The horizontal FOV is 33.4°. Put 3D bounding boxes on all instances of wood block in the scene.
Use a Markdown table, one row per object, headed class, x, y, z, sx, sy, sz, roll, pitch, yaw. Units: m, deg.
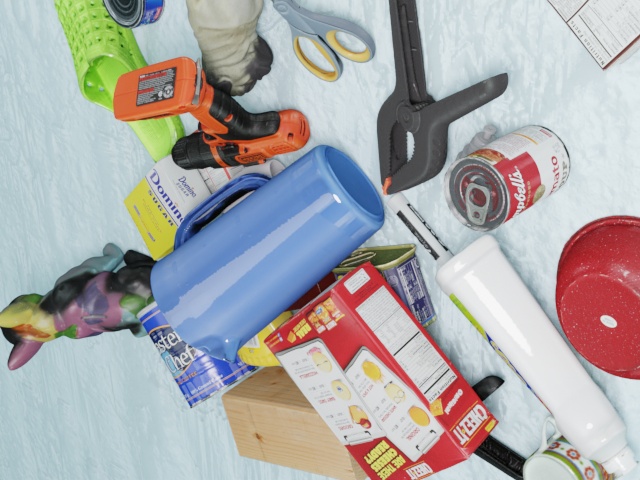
| class | x | y | z | sx | sy | sz | roll | pitch | yaw |
| --- | --- | --- | --- | --- | --- | --- | --- | --- | --- |
| wood block | -0.012 | 0.217 | 1.284 | 0.207 | 0.090 | 0.091 | 1 | 112 | 46 |

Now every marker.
| class | x | y | z | sx | sy | sz | roll | pitch | yaw |
| --- | --- | --- | --- | --- | --- | --- | --- | --- | --- |
| marker | 0.113 | 0.002 | 1.090 | 0.121 | 0.020 | 0.020 | 51 | 138 | 13 |

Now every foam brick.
| class | x | y | z | sx | sy | sz | roll | pitch | yaw |
| --- | --- | --- | --- | --- | --- | --- | --- | --- | --- |
| foam brick | -0.010 | 0.046 | 1.218 | 0.078 | 0.051 | 0.053 | -11 | 102 | 48 |

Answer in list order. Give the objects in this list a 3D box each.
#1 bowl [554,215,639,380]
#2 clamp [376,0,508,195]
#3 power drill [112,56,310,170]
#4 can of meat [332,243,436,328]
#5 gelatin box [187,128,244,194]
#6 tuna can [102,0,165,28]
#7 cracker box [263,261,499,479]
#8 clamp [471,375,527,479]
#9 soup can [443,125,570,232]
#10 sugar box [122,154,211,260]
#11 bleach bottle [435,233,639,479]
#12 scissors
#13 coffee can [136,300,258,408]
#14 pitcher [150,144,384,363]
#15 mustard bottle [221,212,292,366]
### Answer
| class | x | y | z | sx | sy | sz | roll | pitch | yaw |
| --- | --- | --- | --- | --- | --- | --- | --- | --- | --- |
| bowl | 0.265 | 0.062 | 0.937 | 0.162 | 0.055 | 0.162 | 23 | 126 | 36 |
| clamp | 0.101 | -0.119 | 1.010 | 0.165 | 0.036 | 0.210 | 48 | 141 | 38 |
| power drill | -0.131 | -0.128 | 1.144 | 0.185 | 0.187 | 0.057 | -10 | 71 | 33 |
| can of meat | 0.067 | 0.054 | 1.139 | 0.102 | 0.057 | 0.084 | -5 | 110 | 48 |
| gelatin box | -0.129 | -0.093 | 1.283 | 0.073 | 0.030 | 0.089 | -25 | 92 | 51 |
| tuna can | -0.225 | -0.296 | 1.269 | 0.086 | 0.033 | 0.086 | 24 | 127 | 36 |
| cracker box | 0.059 | 0.145 | 1.110 | 0.214 | 0.072 | 0.164 | 51 | 142 | 1 |
| clamp | 0.147 | 0.187 | 1.139 | 0.172 | 0.039 | 0.120 | 7 | 114 | 44 |
| soup can | 0.165 | -0.056 | 0.940 | 0.069 | 0.102 | 0.068 | 24 | 126 | 36 |
| sugar box | -0.190 | -0.042 | 1.336 | 0.093 | 0.048 | 0.176 | 61 | 154 | 2 |
| bleach bottle | 0.208 | 0.113 | 0.997 | 0.251 | 0.068 | 0.102 | 53 | -179 | 9 |
| scissors | -0.016 | -0.226 | 1.028 | 0.096 | 0.016 | 0.201 | -1 | 145 | 30 |
| coffee can | -0.159 | 0.131 | 1.379 | 0.103 | 0.102 | 0.140 | -35 | 85 | 49 |
| pitcher | -0.057 | 0.001 | 1.135 | 0.243 | 0.145 | 0.149 | -38 | 98 | 21 |
| mustard bottle | -0.085 | 0.056 | 1.295 | 0.096 | 0.058 | 0.191 | -1 | 110 | 48 |
